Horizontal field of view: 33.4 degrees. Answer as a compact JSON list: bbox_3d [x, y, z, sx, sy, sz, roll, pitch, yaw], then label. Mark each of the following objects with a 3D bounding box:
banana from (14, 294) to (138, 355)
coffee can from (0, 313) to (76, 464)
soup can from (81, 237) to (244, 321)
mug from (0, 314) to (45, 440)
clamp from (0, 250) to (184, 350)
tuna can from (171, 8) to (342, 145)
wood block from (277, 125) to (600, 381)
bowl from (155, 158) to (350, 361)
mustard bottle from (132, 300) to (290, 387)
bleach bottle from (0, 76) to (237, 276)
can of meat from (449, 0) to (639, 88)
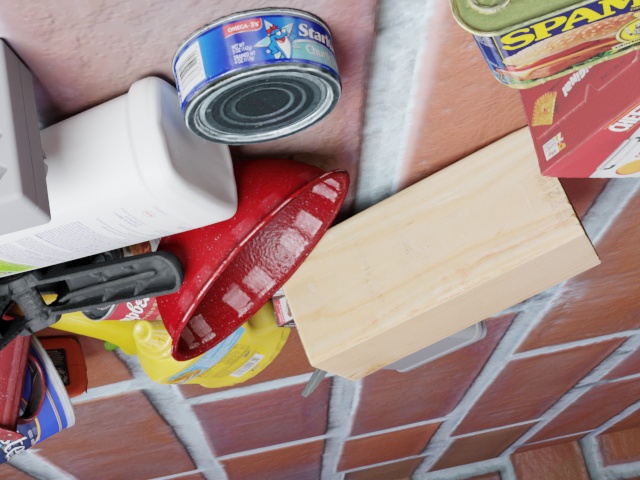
[{"bbox_3d":[-0.181,0.071,0.890,0.069,0.037,0.197,-17,160,6],"label":"banana"},{"bbox_3d":[-0.280,0.135,0.840,0.140,0.103,0.103,-28,168,-24],"label":"coffee can"},{"bbox_3d":[-0.113,0.022,0.750,0.102,0.068,0.069,3,155,-40],"label":"soup can"},{"bbox_3d":[-0.244,0.098,0.763,0.093,0.081,0.117,-8,158,37],"label":"mug"},{"bbox_3d":[-0.172,0.035,0.666,0.164,0.036,0.210,-23,-165,-10],"label":"clamp"},{"bbox_3d":[-0.032,-0.083,0.556,0.086,0.034,0.086,-11,161,-4],"label":"tuna can"},{"bbox_3d":[0.083,0.014,0.769,0.206,0.090,0.090,-27,158,14],"label":"wood block"},{"bbox_3d":[-0.054,0.001,0.683,0.162,0.055,0.162,-46,168,-13],"label":"bowl"},{"bbox_3d":[-0.102,0.084,0.907,0.096,0.058,0.191,-38,160,13],"label":"mustard bottle"},{"bbox_3d":[-0.180,-0.015,0.614,0.251,0.068,0.102,-16,161,17],"label":"bleach bottle"},{"bbox_3d":[0.118,-0.120,0.514,0.102,0.057,0.083,-18,163,15],"label":"can of meat"}]
